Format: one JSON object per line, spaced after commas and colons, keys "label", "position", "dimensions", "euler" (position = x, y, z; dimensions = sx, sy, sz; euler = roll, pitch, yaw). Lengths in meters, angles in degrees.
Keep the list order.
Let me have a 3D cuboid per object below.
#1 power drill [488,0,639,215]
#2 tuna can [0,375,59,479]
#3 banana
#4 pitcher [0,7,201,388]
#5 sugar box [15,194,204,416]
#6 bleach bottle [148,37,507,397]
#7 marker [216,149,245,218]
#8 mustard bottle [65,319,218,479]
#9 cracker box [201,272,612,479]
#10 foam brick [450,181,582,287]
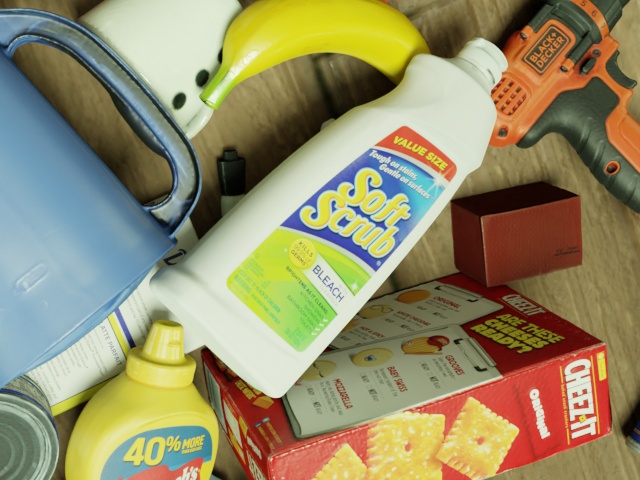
{"label": "power drill", "position": [0.212, -0.095, 0.713], "dimensions": [0.188, 0.057, 0.184], "euler": [40, 81, 6]}
{"label": "tuna can", "position": [-0.196, 0.118, 0.618], "dimensions": [0.086, 0.034, 0.086], "euler": [-8, 113, -20]}
{"label": "banana", "position": [0.010, -0.118, 0.642], "dimensions": [0.197, 0.037, 0.070], "euler": [-9, 136, -43]}
{"label": "pitcher", "position": [-0.189, -0.053, 0.555], "dimensions": [0.243, 0.145, 0.149], "euler": [52, 38, -6]}
{"label": "sugar box", "position": [-0.152, 0.049, 0.660], "dimensions": [0.176, 0.048, 0.093], "euler": [-25, 112, -15]}
{"label": "bleach bottle", "position": [0.020, -0.031, 0.636], "dimensions": [0.250, 0.068, 0.102], "euler": [-48, 113, -13]}
{"label": "marker", "position": [-0.055, 0.001, 0.696], "dimensions": [0.020, 0.020, 0.121], "euler": [-8, 106, -18]}
{"label": "mustard bottle", "position": [-0.109, 0.141, 0.645], "dimensions": [0.096, 0.058, 0.192], "euler": [3, 102, -42]}
{"label": "cracker box", "position": [0.048, 0.098, 0.678], "dimensions": [0.213, 0.164, 0.072], "euler": [-15, 109, -15]}
{"label": "foam brick", "position": [0.136, -0.005, 0.745], "dimensions": [0.078, 0.051, 0.053], "euler": [-11, 108, -17]}
